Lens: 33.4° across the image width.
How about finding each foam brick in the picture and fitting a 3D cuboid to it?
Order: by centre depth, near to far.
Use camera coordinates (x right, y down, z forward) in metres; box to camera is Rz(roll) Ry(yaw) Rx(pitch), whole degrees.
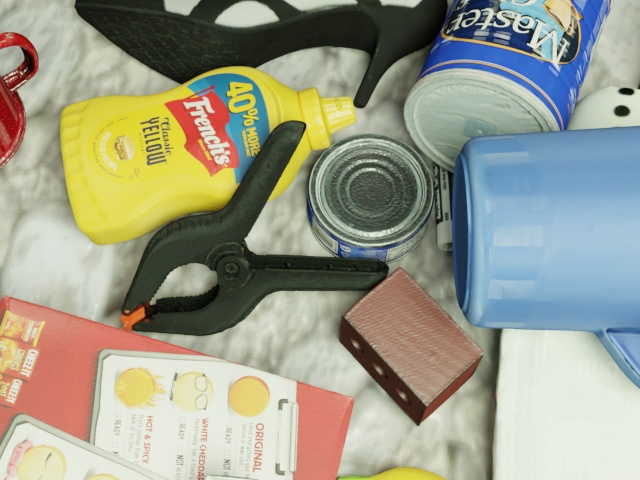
[{"bbox_3d":[0.055,0.066,0.668,0.051,0.053,0.078,-39,73,-15],"label":"foam brick"}]

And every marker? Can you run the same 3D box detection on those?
[{"bbox_3d":[0.087,-0.052,0.734,0.020,0.020,0.121,-1,68,-1],"label":"marker"}]

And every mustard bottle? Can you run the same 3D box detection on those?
[{"bbox_3d":[-0.071,-0.064,0.704,0.191,0.058,0.096,-13,70,3],"label":"mustard bottle"}]

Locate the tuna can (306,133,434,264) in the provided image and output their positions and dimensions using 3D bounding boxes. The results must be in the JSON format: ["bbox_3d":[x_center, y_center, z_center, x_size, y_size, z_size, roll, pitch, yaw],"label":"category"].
[{"bbox_3d":[0.033,-0.028,0.716,0.086,0.034,0.086,0,68,0],"label":"tuna can"}]

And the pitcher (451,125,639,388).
[{"bbox_3d":[0.199,0.005,0.593,0.243,0.145,0.149,-1,35,2],"label":"pitcher"}]

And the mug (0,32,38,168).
[{"bbox_3d":[-0.244,-0.102,0.719,0.117,0.081,0.093,-31,71,-12],"label":"mug"}]

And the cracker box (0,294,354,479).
[{"bbox_3d":[-0.106,0.143,0.613,0.213,0.072,0.164,17,70,-4],"label":"cracker box"}]

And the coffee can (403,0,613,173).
[{"bbox_3d":[0.126,-0.122,0.706,0.103,0.103,0.140,21,60,8],"label":"coffee can"}]

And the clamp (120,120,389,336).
[{"bbox_3d":[-0.054,0.001,0.669,0.171,0.039,0.120,-20,103,5],"label":"clamp"}]
